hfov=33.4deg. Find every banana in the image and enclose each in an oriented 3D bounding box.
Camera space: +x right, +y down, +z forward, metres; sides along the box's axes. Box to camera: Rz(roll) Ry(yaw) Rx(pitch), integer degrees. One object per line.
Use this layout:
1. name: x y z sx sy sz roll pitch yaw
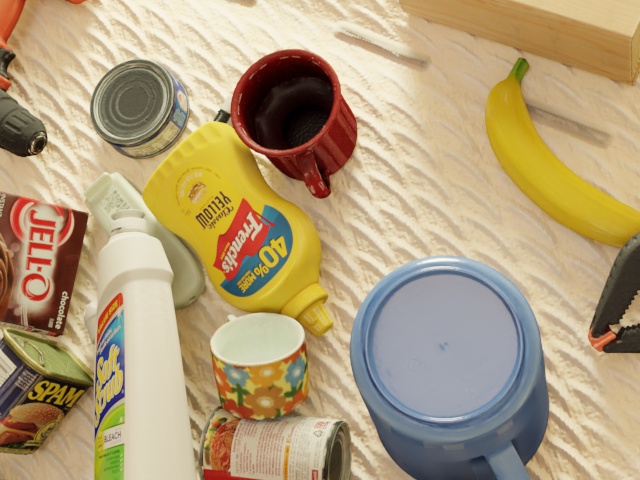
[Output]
1. banana: 0.183 -0.059 0.829 0.069 0.037 0.198 -34 67 5

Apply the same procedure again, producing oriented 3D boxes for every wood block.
1. wood block: 0.167 -0.210 0.852 0.206 0.090 0.091 23 82 22

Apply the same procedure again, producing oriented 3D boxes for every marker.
1. marker: -0.104 -0.072 0.933 0.020 0.020 0.121 29 84 23

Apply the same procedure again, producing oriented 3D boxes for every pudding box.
1. pudding box: -0.257 0.020 0.919 0.090 0.039 0.113 14 77 -21

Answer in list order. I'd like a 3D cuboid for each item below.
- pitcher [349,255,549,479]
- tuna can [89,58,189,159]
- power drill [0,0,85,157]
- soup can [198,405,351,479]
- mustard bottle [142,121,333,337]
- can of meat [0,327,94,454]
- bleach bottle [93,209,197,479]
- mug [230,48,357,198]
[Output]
1. pitcher: 0.093 0.100 0.699 0.149 0.242 0.145 16 77 14
2. tuna can: -0.163 -0.119 0.958 0.086 0.033 0.086 -5 72 16
3. power drill: -0.290 -0.185 1.005 0.185 0.057 0.187 30 84 23
4. soup can: -0.033 0.165 0.814 0.102 0.068 0.068 3 75 17
5. mustard bottle: -0.056 0.001 0.867 0.096 0.058 0.192 -44 75 14
6. can of meat: -0.245 0.126 0.874 0.057 0.102 0.084 40 90 23
7. bleach bottle: -0.147 0.100 0.849 0.103 0.068 0.251 -32 60 52
8. mug: -0.013 -0.088 0.876 0.093 0.081 0.117 -23 68 10
